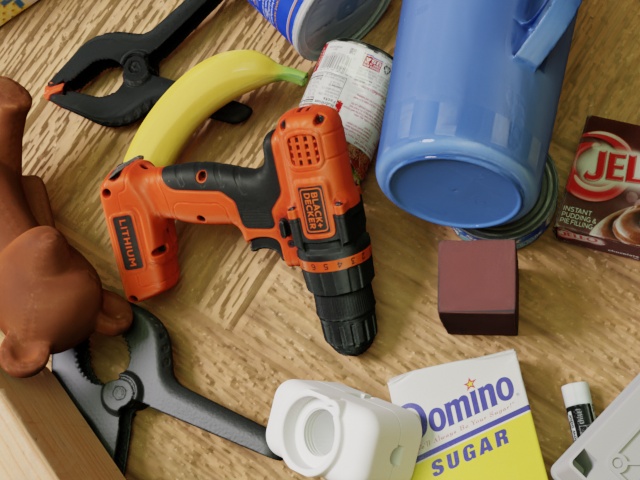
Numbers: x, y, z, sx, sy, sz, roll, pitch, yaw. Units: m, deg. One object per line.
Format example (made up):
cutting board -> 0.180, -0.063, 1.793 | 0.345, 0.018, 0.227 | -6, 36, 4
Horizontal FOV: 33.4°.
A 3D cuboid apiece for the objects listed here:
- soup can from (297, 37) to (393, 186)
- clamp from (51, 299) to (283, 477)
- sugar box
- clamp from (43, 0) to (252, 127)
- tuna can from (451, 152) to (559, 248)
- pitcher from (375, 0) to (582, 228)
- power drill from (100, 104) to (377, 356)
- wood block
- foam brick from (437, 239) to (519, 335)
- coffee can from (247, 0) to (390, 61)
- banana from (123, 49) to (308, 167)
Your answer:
soup can -> 0.016, -0.092, 0.804 | 0.068, 0.068, 0.102 | 19, 77, 16
clamp -> -0.130, 0.113, 0.784 | 0.164, 0.036, 0.210 | -26, 71, 5
sugar box -> 0.107, 0.169, 0.714 | 0.093, 0.048, 0.176 | -14, 71, 7
clamp -> -0.140, -0.147, 0.868 | 0.171, 0.039, 0.120 | -4, 75, 7
tuna can -> 0.130, -0.036, 0.780 | 0.086, 0.033, 0.086 | -3, 72, 10
pitcher -> 0.117, -0.138, 0.732 | 0.145, 0.149, 0.242 | 4, 63, 18
power drill -> -0.055, 0.001, 0.771 | 0.188, 0.057, 0.184 | -5, 107, 18
wood block -> -0.184, 0.185, 0.716 | 0.090, 0.090, 0.206 | -44, 67, 7
foam brick -> 0.110, 0.034, 0.739 | 0.053, 0.078, 0.051 | 0, 74, 12
coffee can -> -0.022, -0.224, 0.835 | 0.103, 0.102, 0.140 | -42, 69, -3
banana -> -0.102, -0.083, 0.821 | 0.198, 0.037, 0.070 | -43, 80, 10
